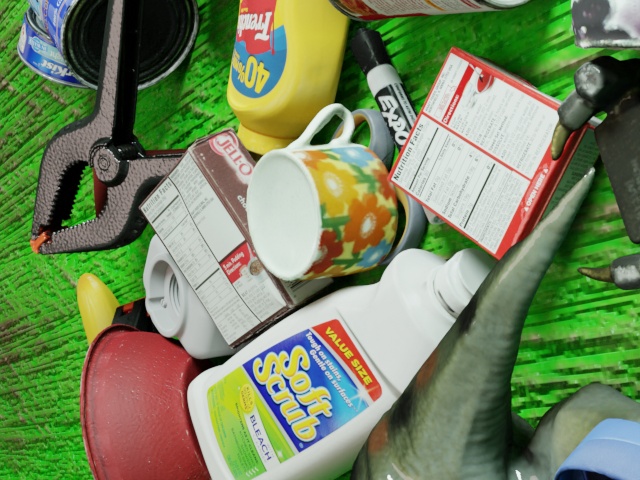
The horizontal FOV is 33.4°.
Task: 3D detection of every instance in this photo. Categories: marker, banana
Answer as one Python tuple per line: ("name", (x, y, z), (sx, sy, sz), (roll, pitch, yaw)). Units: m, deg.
("marker", (0.043, -0.064, 0.569), (0.020, 0.020, 0.121), (-49, 55, 47))
("banana", (-0.173, 0.115, 0.897), (0.070, 0.037, 0.198), (-31, 69, 52))

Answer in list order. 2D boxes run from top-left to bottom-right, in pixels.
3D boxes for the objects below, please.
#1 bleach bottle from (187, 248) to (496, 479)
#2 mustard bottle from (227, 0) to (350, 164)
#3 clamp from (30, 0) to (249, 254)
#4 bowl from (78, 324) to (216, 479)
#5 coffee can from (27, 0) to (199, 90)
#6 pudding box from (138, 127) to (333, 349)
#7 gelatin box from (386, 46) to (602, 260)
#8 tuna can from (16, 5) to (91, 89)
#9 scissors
("bleach bottle", (0.012, 0.070, 0.599), (0.251, 0.067, 0.102), (-45, 58, 46))
("mustard bottle", (-0.017, -0.125, 0.614), (0.096, 0.058, 0.192), (46, 131, 53))
("clamp", (-0.140, -0.067, 0.732), (0.210, 0.036, 0.164), (-35, 83, 30))
("bowl", (-0.097, 0.128, 0.724), (0.055, 0.162, 0.162), (-17, 77, 15))
("coffee can", (-0.164, -0.188, 0.782), (0.140, 0.102, 0.103), (53, 135, 37))
("pudding box", (-0.054, 0.001, 0.648), (0.113, 0.039, 0.090), (58, 145, 4))
("gelatin box", (0.081, -0.039, 0.495), (0.089, 0.030, 0.073), (40, 113, 43))
("tuna can", (-0.195, -0.157, 0.847), (0.086, 0.085, 0.034), (53, 133, 38))
("scissors", (0.010, 0.019, 0.632), (0.096, 0.016, 0.202), (49, 133, 40))
